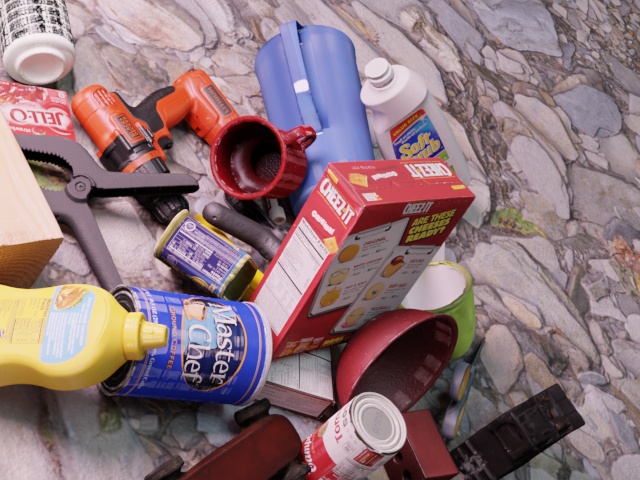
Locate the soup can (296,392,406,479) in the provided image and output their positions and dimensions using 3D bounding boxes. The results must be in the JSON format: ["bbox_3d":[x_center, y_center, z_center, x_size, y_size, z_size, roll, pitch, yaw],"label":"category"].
[{"bbox_3d":[0.030,0.203,1.056,0.068,0.102,0.068,22,44,-23],"label":"soup can"}]

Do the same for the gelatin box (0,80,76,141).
[{"bbox_3d":[-0.307,-0.129,1.129,0.089,0.030,0.073,7,52,-36],"label":"gelatin box"}]

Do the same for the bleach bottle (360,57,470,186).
[{"bbox_3d":[0.106,-0.137,1.332,0.250,0.103,0.068,50,21,-51],"label":"bleach bottle"}]

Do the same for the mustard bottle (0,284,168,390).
[{"bbox_3d":[-0.226,0.082,0.911,0.191,0.058,0.096,-1,48,4],"label":"mustard bottle"}]

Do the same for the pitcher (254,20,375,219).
[{"bbox_3d":[-0.003,-0.143,1.314,0.149,0.145,0.243,11,52,-32],"label":"pitcher"}]

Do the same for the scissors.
[{"bbox_3d":[0.174,0.147,1.249,0.016,0.096,0.201,11,40,15],"label":"scissors"}]

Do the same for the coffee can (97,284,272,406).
[{"bbox_3d":[-0.131,0.101,1.012,0.140,0.103,0.103,11,49,-33],"label":"coffee can"}]

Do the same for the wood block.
[{"bbox_3d":[-0.332,-0.056,0.995,0.090,0.091,0.206,-10,62,-45],"label":"wood block"}]

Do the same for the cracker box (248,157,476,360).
[{"bbox_3d":[0.034,0.016,1.077,0.163,0.214,0.072,-7,49,-43],"label":"cracker box"}]

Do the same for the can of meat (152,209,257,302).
[{"bbox_3d":[-0.114,0.021,1.091,0.084,0.057,0.102,33,-6,9],"label":"can of meat"}]

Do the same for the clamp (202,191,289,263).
[{"bbox_3d":[-0.058,0.001,1.184,0.171,0.039,0.120,38,22,7],"label":"clamp"}]

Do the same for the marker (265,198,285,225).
[{"bbox_3d":[-0.062,-0.072,1.291,0.020,0.020,0.121,12,49,-32],"label":"marker"}]

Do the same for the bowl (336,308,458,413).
[{"bbox_3d":[0.070,0.127,1.131,0.161,0.162,0.055,-11,43,-45],"label":"bowl"}]

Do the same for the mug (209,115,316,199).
[{"bbox_3d":[-0.056,-0.095,1.199,0.093,0.117,0.081,62,18,12],"label":"mug"}]

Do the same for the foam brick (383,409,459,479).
[{"bbox_3d":[0.099,0.227,1.132,0.051,0.053,0.078,-1,55,-41],"label":"foam brick"}]

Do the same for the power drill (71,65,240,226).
[{"bbox_3d":[-0.167,-0.114,1.211,0.184,0.057,0.187,54,39,3],"label":"power drill"}]

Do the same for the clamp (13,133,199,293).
[{"bbox_3d":[-0.245,-0.037,1.081,0.210,0.036,0.164,25,61,-9],"label":"clamp"}]

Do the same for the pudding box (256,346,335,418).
[{"bbox_3d":[-0.041,0.128,1.115,0.113,0.039,0.090,20,45,-23],"label":"pudding box"}]
